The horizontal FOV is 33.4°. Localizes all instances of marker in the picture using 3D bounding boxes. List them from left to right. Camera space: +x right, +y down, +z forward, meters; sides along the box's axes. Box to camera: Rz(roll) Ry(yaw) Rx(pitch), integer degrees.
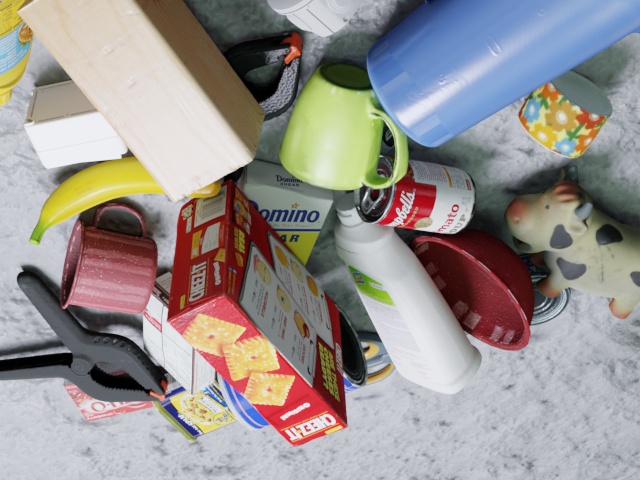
[{"bbox_3d":[0.077,-0.108,1.032,0.020,0.020,0.121,30,124,-29],"label":"marker"}]

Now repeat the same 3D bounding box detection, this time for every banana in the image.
[{"bbox_3d":[-0.191,-0.049,1.036,0.198,0.069,0.037,-16,160,11],"label":"banana"}]

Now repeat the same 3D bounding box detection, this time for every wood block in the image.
[{"bbox_3d":[-0.144,-0.148,0.902,0.090,0.090,0.206,-26,118,21],"label":"wood block"}]

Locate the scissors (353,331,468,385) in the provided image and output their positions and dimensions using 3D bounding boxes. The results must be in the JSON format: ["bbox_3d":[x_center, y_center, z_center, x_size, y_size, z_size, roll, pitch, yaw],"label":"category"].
[{"bbox_3d":[0.100,0.115,1.249,0.202,0.016,0.096,-30,128,22],"label":"scissors"}]

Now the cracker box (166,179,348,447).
[{"bbox_3d":[-0.058,0.073,1.032,0.072,0.164,0.213,-25,128,18],"label":"cracker box"}]

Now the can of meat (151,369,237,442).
[{"bbox_3d":[-0.140,0.184,1.268,0.084,0.057,0.102,-24,130,15],"label":"can of meat"}]

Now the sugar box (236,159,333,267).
[{"bbox_3d":[-0.057,0.002,1.109,0.093,0.048,0.176,11,133,-14],"label":"sugar box"}]

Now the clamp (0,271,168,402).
[{"bbox_3d":[-0.275,0.136,1.203,0.210,0.036,0.165,30,123,-15],"label":"clamp"}]

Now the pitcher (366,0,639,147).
[{"bbox_3d":[0.154,-0.192,0.896,0.243,0.149,0.144,-33,147,28],"label":"pitcher"}]

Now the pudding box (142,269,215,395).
[{"bbox_3d":[-0.154,0.101,1.166,0.039,0.090,0.113,-33,146,-33],"label":"pudding box"}]

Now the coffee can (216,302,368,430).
[{"bbox_3d":[-0.032,0.142,1.205,0.140,0.103,0.102,-25,130,18],"label":"coffee can"}]

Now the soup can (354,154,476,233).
[{"bbox_3d":[0.093,-0.044,1.047,0.102,0.068,0.069,7,134,-31],"label":"soup can"}]

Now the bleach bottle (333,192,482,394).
[{"bbox_3d":[0.084,0.053,1.129,0.103,0.068,0.250,15,144,45],"label":"bleach bottle"}]

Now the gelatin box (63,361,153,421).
[{"bbox_3d":[-0.250,0.177,1.271,0.089,0.030,0.073,-13,133,8],"label":"gelatin box"}]

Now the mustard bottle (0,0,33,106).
[{"bbox_3d":[-0.277,-0.181,0.886,0.058,0.096,0.192,25,134,10],"label":"mustard bottle"}]

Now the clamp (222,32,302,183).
[{"bbox_3d":[-0.073,-0.123,0.993,0.172,0.039,0.120,-28,130,26],"label":"clamp"}]

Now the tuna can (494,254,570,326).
[{"bbox_3d":[0.234,0.057,1.190,0.086,0.034,0.086,-2,133,-2],"label":"tuna can"}]

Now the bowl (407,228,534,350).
[{"bbox_3d":[0.169,0.040,1.120,0.055,0.162,0.162,-45,135,-20],"label":"bowl"}]

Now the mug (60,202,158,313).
[{"bbox_3d":[-0.213,0.019,1.094,0.081,0.093,0.117,11,95,-21],"label":"mug"}]
